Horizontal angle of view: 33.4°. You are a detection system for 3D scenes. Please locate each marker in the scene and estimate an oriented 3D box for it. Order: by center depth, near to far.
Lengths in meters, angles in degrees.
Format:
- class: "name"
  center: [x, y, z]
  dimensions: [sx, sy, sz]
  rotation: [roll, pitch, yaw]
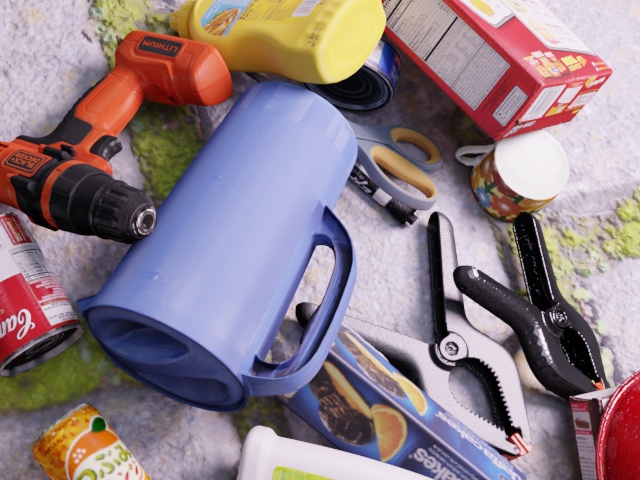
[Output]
- class: "marker"
  center: [0.036, -0.056, 0.914]
  dimensions: [0.121, 0.020, 0.020]
  rotation: [42, 64, 3]

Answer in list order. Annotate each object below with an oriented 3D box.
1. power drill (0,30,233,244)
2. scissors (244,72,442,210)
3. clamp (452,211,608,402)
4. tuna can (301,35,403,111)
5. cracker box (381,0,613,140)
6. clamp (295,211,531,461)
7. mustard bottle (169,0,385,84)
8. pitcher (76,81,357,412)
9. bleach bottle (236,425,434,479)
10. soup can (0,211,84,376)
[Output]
- class: "power drill"
  center: [-0.151, -0.080, 0.810]
  dimensions: [0.185, 0.057, 0.187]
  rotation: [19, 53, 33]
- class: "scissors"
  center: [0.028, -0.102, 0.918]
  dimensions: [0.202, 0.016, 0.096]
  rotation: [41, 42, 7]
- class: "clamp"
  center: [0.177, 0.067, 0.879]
  dimensions: [0.120, 0.039, 0.171]
  rotation: [-24, 83, -37]
- class: "tuna can"
  center: [0.025, -0.146, 0.910]
  dimensions: [0.086, 0.086, 0.033]
  rotation: [20, 67, -7]
- class: "cracker box"
  center: [0.128, -0.185, 0.911]
  dimensions: [0.214, 0.072, 0.163]
  rotation: [47, 33, 16]
- class: "clamp"
  center: [0.103, 0.083, 0.869]
  dimensions: [0.210, 0.036, 0.164]
  rotation: [46, 64, 6]
- class: "mustard bottle"
  center: [-0.049, -0.174, 0.871]
  dimensions: [0.192, 0.058, 0.096]
  rotation: [13, 50, 35]
- class: "pitcher"
  center: [-0.055, 0.001, 0.806]
  dimensions: [0.149, 0.145, 0.242]
  rotation: [39, 60, -18]
- class: "bleach bottle"
  center: [0.064, 0.204, 0.753]
  dimensions: [0.251, 0.068, 0.102]
  rotation: [10, 88, 5]
- class: "soup can"
  center: [-0.226, 0.038, 0.777]
  dimensions: [0.068, 0.069, 0.102]
  rotation: [-28, 79, -23]
